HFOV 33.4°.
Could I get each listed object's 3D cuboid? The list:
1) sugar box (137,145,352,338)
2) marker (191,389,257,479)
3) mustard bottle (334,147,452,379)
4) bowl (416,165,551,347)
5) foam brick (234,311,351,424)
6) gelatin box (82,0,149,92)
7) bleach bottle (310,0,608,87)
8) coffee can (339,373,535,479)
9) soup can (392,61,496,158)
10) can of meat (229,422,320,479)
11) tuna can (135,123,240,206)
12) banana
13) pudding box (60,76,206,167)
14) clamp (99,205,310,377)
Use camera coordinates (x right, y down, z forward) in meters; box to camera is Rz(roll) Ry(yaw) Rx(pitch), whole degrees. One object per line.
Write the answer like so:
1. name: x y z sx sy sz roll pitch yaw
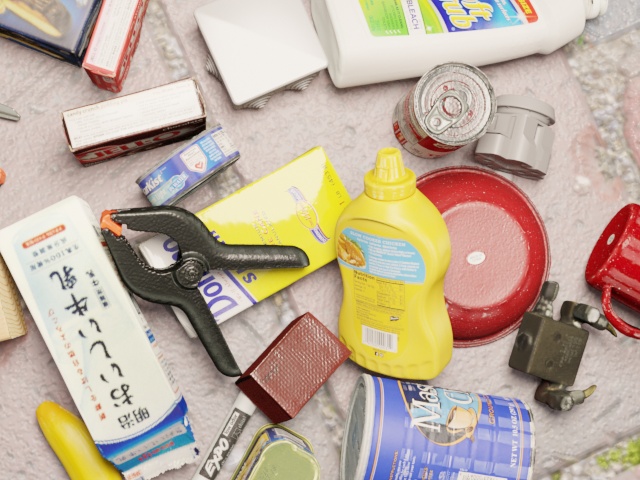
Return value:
1. sugar box: -0.056 0.001 0.906 0.176 0.048 0.093 -30 93 -8
2. marker: -0.089 0.184 0.909 0.020 0.020 0.121 30 85 -4
3. mustard bottle: 0.058 0.016 0.859 0.096 0.058 0.192 15 123 31
4. bowl: 0.128 0.013 0.920 0.162 0.055 0.162 0 88 -6
5. foam brick: -0.023 0.107 0.893 0.053 0.051 0.078 46 67 -2
6. gelatin box: -0.168 -0.173 0.887 0.030 0.073 0.089 17 86 -6
7. bleach bottle: 0.125 -0.198 0.922 0.250 0.068 0.102 -11 67 -11
8. coffee can: 0.095 0.172 0.886 0.140 0.103 0.103 10 87 -6
9. soup can: 0.102 -0.107 0.898 0.068 0.102 0.068 0 88 -6
10. can of meat: -0.043 0.207 0.880 0.057 0.084 0.102 29 85 -4
11. tuna can: -0.109 -0.059 0.883 0.086 0.086 0.034 -35 94 -6
12. banana: -0.191 0.228 0.888 0.069 0.037 0.198 -8 89 -7
13. pudding box: -0.151 -0.096 0.878 0.113 0.090 0.039 -18 89 -7
14. clamp: -0.105 0.034 0.857 0.171 0.039 0.120 23 87 -14
